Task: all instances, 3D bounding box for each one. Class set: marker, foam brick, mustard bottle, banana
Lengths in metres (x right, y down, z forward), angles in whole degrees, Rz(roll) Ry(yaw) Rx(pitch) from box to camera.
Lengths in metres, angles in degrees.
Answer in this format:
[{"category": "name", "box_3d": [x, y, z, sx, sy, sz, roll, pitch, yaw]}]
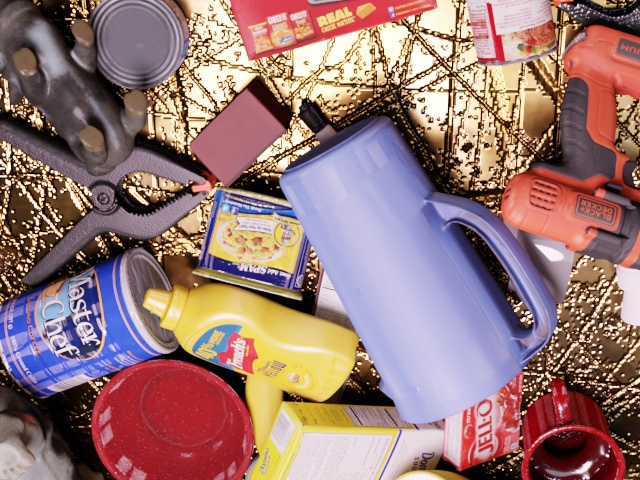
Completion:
[{"category": "marker", "box_3d": [0.021, -0.076, 0.962, 0.020, 0.020, 0.121, -36, 103, 17]}, {"category": "foam brick", "box_3d": [-0.070, -0.097, 0.947, 0.078, 0.053, 0.051, -42, 102, 17]}, {"category": "mustard bottle", "box_3d": [-0.068, 0.084, 0.966, 0.191, 0.058, 0.096, 22, 144, -12]}, {"category": "banana", "box_3d": [-0.035, 0.184, 1.044, 0.070, 0.037, 0.198, -7, 99, 17]}]

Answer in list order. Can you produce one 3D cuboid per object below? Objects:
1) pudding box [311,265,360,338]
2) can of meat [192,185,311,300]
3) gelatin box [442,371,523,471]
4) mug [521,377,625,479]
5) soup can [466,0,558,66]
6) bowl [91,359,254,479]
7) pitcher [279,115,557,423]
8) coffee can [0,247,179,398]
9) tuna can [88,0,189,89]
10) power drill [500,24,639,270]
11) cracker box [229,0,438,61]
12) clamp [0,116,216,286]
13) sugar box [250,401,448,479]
[{"category": "pudding box", "box_3d": [0.044, 0.035, 0.993, 0.090, 0.039, 0.113, 13, 109, 1]}, {"category": "can of meat", "box_3d": [-0.056, 0.001, 0.968, 0.102, 0.057, 0.084, 14, 89, 0]}, {"category": "gelatin box", "box_3d": [0.155, 0.168, 1.016, 0.073, 0.030, 0.089, -12, 114, -29]}, {"category": "mug", "box_3d": [0.231, 0.184, 1.006, 0.093, 0.081, 0.117, -12, 109, 10]}, {"category": "soup can", "box_3d": [0.153, -0.201, 0.875, 0.068, 0.068, 0.102, -11, 109, 10]}, {"category": "bowl", "box_3d": [-0.141, 0.179, 1.057, 0.162, 0.055, 0.162, 2, 111, 5]}, {"category": "pitcher", "box_3d": [0.077, 0.018, 0.895, 0.149, 0.145, 0.243, -32, 100, -6]}, {"category": "coffee can", "box_3d": [-0.216, 0.078, 1.001, 0.140, 0.102, 0.103, -21, 107, 13]}, {"category": "tuna can", "box_3d": [-0.159, -0.178, 0.934, 0.086, 0.033, 0.086, 2, 111, 5]}, {"category": "power drill", "box_3d": [0.251, -0.070, 0.865, 0.184, 0.057, 0.187, 18, 70, -5]}, {"category": "cracker box", "box_3d": [-0.009, -0.272, 0.863, 0.164, 0.072, 0.213, -14, 108, 9]}, {"category": "clamp", "box_3d": [-0.204, -0.052, 0.986, 0.210, 0.036, 0.164, -12, 108, 10]}, {"category": "sugar box", "box_3d": [0.031, 0.203, 1.012, 0.175, 0.048, 0.093, 8, 116, -34]}]
